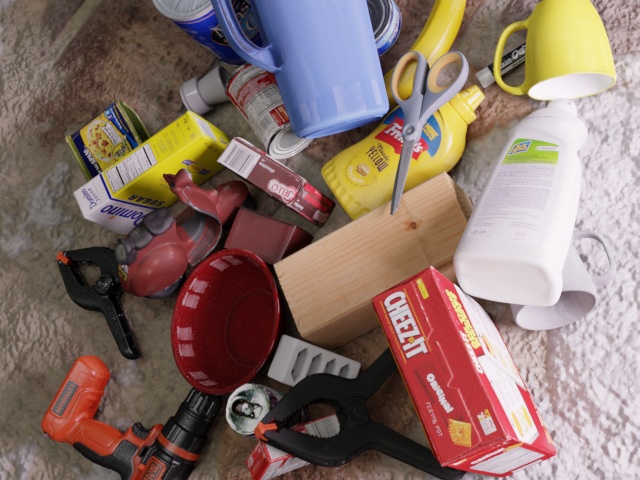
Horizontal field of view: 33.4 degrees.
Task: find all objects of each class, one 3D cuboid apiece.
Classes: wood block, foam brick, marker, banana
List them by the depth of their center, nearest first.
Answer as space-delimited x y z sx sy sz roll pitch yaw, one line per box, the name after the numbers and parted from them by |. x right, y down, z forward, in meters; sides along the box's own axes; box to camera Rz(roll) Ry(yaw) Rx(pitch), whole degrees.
0.069 0.025 1.120 0.206 0.090 0.091 -28 66 15 | wood block
0.223 -0.205 1.151 0.121 0.020 0.020 -32 66 13 | marker
0.107 -0.213 1.195 0.198 0.037 0.070 -48 65 6 | banana
-0.058 0.001 1.203 0.078 0.053 0.051 19 84 28 | foam brick

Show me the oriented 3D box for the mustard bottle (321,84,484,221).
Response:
0.098 -0.100 1.157 0.192 0.058 0.096 -39 54 9 | mustard bottle

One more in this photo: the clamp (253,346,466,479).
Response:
0.036 0.165 1.075 0.209 0.036 0.164 0 66 -14 | clamp

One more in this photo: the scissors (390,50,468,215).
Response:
0.112 -0.122 1.107 0.096 0.016 0.201 -17 54 25 | scissors

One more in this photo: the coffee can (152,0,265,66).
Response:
-0.120 -0.278 1.255 0.103 0.140 0.103 -6 74 22 | coffee can

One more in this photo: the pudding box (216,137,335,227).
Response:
-0.048 -0.065 1.195 0.114 0.090 0.039 35 90 28 | pudding box

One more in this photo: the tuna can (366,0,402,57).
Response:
0.049 -0.253 1.234 0.086 0.033 0.086 -6 74 22 | tuna can

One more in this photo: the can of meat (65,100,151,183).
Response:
-0.253 -0.111 1.318 0.084 0.057 0.102 -36 66 9 | can of meat

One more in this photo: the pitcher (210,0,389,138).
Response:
-0.017 -0.235 1.146 0.149 0.144 0.243 -15 90 22 | pitcher

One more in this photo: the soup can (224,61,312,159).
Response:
-0.057 -0.152 1.235 0.068 0.068 0.102 -39 65 10 | soup can

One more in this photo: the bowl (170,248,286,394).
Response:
-0.091 0.093 1.180 0.162 0.055 0.162 -13 69 36 | bowl

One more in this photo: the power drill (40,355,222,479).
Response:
-0.216 0.208 1.215 0.188 0.057 0.184 30 90 27 | power drill

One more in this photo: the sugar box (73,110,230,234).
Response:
-0.194 -0.076 1.262 0.176 0.093 0.048 -36 65 12 | sugar box

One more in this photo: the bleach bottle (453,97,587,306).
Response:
0.213 -0.051 1.038 0.103 0.068 0.250 6 47 28 | bleach bottle

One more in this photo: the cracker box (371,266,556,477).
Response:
0.136 0.130 0.991 0.072 0.213 0.164 -29 67 14 | cracker box

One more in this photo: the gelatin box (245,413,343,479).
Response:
-0.027 0.214 1.099 0.089 0.073 0.030 -15 67 -23 | gelatin box

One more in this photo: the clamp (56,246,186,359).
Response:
-0.252 0.067 1.279 0.172 0.039 0.120 18 74 26 | clamp
